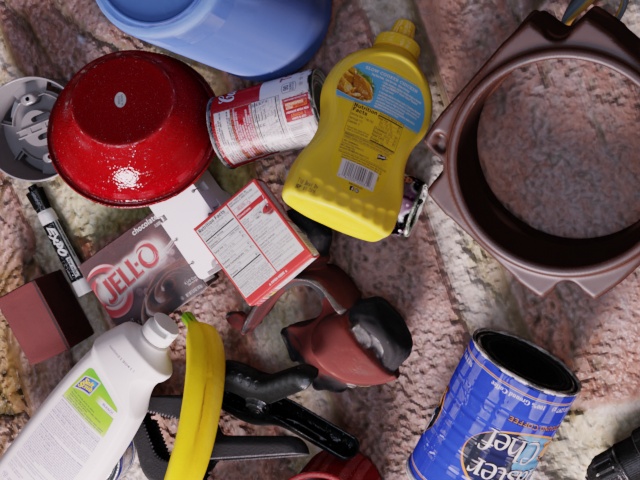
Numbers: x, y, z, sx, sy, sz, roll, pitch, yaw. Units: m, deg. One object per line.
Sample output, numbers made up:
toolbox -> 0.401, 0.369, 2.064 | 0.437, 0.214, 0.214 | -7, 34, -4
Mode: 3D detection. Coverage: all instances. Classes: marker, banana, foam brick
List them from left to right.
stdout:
foam brick -> -0.275, 0.077, 1.072 | 0.051, 0.053, 0.078 | -27, 91, 20
marker -> -0.262, -0.001, 1.069 | 0.020, 0.020, 0.121 | -26, 93, 20
banana -> -0.115, 0.160, 0.980 | 0.037, 0.070, 0.198 | 12, 74, -20

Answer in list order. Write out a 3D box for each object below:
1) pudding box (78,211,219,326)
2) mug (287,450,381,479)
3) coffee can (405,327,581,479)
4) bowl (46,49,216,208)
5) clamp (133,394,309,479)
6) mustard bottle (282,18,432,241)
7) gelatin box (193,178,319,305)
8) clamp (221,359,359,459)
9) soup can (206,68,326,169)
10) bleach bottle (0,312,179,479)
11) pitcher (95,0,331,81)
pudding box -> -0.167, 0.032, 1.035 | 0.114, 0.039, 0.090 | -34, 90, 21
mug -> 0.018, 0.255, 1.002 | 0.093, 0.081, 0.117 | -34, 90, 20
coffee can -> 0.149, 0.162, 0.931 | 0.103, 0.102, 0.140 | 28, 108, 10
bowl -> -0.172, -0.112, 0.955 | 0.162, 0.055, 0.162 | -1, 68, 2
clamp -> -0.109, 0.203, 1.009 | 0.164, 0.036, 0.210 | -52, 52, 7
mustard bottle -> 0.043, -0.103, 0.901 | 0.096, 0.058, 0.191 | 23, 74, -11
gelatin box -> -0.056, 0.001, 0.937 | 0.073, 0.030, 0.089 | -40, 78, 11
clamp -> -0.042, 0.156, 1.003 | 0.172, 0.039, 0.120 | 1, 128, 45
soup can -> -0.042, -0.108, 0.952 | 0.102, 0.068, 0.068 | -13, 97, 19
bleach bottle -> -0.216, 0.173, 1.032 | 0.102, 0.068, 0.251 | 43, 107, 5
pitcher -> -0.075, -0.206, 0.850 | 0.145, 0.242, 0.149 | 27, 101, 12
